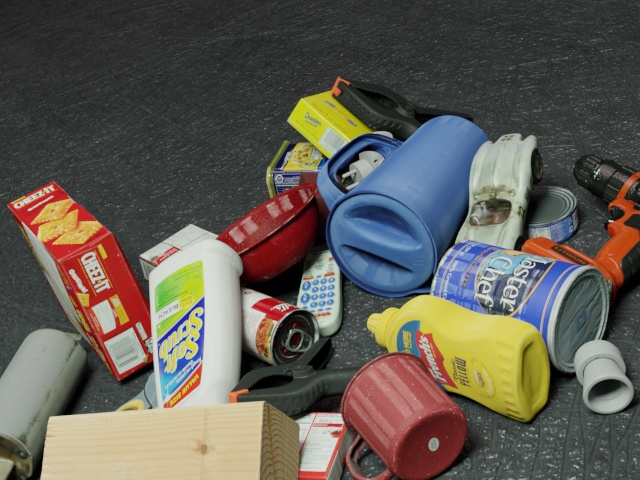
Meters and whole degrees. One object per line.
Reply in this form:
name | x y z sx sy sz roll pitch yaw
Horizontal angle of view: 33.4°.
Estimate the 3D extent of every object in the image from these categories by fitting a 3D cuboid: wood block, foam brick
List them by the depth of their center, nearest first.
wood block | -0.131 0.200 0.931 0.206 0.090 0.091 -7 65 19
foam brick | 0.002 -0.046 1.340 0.051 0.053 0.078 5 26 -14

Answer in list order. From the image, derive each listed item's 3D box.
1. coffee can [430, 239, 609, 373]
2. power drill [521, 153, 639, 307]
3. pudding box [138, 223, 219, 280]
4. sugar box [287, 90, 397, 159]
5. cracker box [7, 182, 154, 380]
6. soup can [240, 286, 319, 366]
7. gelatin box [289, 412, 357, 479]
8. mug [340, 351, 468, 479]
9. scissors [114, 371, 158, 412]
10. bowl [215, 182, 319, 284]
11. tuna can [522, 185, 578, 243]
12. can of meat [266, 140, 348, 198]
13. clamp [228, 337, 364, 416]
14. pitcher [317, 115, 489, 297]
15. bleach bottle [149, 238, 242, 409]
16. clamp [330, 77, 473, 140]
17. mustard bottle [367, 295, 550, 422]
coffee can | 0.193 0.061 1.038 0.141 0.103 0.102 15 41 41
power drill | 0.301 -0.012 1.129 0.187 0.057 0.185 -34 47 -25
pudding box | -0.158 0.026 1.324 0.089 0.039 0.114 -34 37 -30
sugar box | 0.041 -0.163 1.448 0.093 0.048 0.175 42 33 12
cracker box | -0.266 0.039 1.211 0.072 0.164 0.214 -30 30 -17
soup can | -0.060 0.093 1.136 0.068 0.068 0.102 -36 35 -32
gelatin box | -0.013 0.196 0.981 0.073 0.030 0.089 -4 32 22
mug | 0.069 0.168 0.946 0.117 0.093 0.082 -48 39 2
scissors | -0.160 0.156 1.130 0.096 0.016 0.201 3 35 26
bowl | -0.058 0.001 1.216 0.162 0.055 0.162 -31 14 9
tuna can | 0.253 -0.027 1.227 0.086 0.034 0.086 -12 30 7
can of meat | -0.016 -0.093 1.440 0.084 0.057 0.102 -1 34 20
clamp | -0.009 0.139 1.032 0.120 0.039 0.171 5 20 43
pitcher | 0.108 -0.058 1.243 0.145 0.149 0.242 4 32 29
bleach bottle | -0.117 0.123 1.062 0.103 0.068 0.251 -28 47 20
clamp | 0.112 -0.156 1.413 0.210 0.036 0.164 21 33 -11
mustard bottle | 0.121 0.101 1.011 0.192 0.096 0.058 16 43 42
